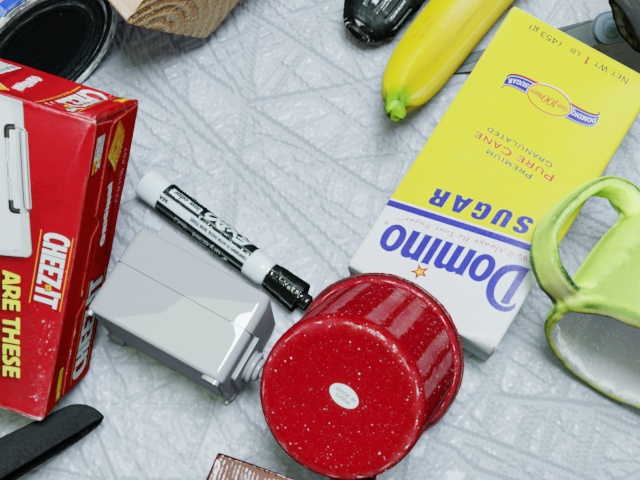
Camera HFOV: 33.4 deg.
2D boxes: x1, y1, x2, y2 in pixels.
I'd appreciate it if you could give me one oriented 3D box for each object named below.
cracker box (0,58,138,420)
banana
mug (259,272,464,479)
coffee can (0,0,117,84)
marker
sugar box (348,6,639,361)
[{"bbox_3d":[-0.215,-0.021,0.554,0.214,0.072,0.164,17,110,6],"label":"cracker box"},{"bbox_3d":[0.094,-0.139,0.623,0.037,0.070,0.197,43,80,-24],"label":"banana"},{"bbox_3d":[0.018,0.080,0.535,0.093,0.081,0.117,8,101,15],"label":"mug"},{"bbox_3d":[-0.201,-0.153,0.618,0.102,0.103,0.140,-40,76,-11],"label":"coffee can"},{"bbox_3d":[-0.054,0.001,0.608,0.121,0.020,0.020,36,76,12],"label":"marker"},{"bbox_3d":[0.100,-0.032,0.593,0.093,0.048,0.176,31,79,10],"label":"sugar box"}]
